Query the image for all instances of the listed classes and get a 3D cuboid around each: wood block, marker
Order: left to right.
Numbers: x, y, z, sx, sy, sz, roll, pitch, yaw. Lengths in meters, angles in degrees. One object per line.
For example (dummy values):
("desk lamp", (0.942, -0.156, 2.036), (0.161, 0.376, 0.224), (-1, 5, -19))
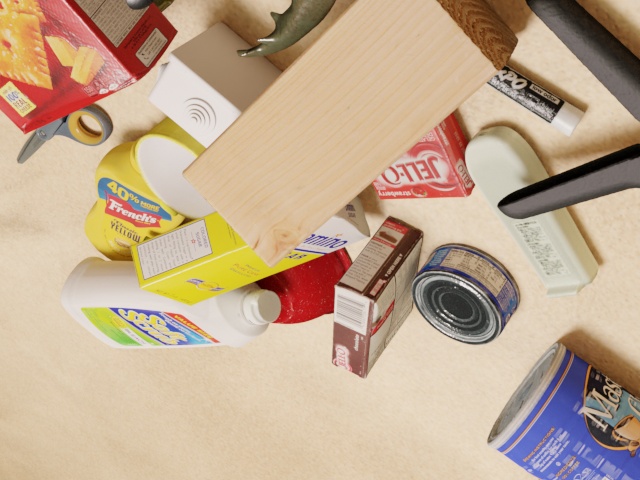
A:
("wood block", (0.019, -0.088, 0.701), (0.091, 0.090, 0.206), (47, 119, -5))
("marker", (0.121, -0.110, 0.718), (0.121, 0.020, 0.020), (34, 145, 9))

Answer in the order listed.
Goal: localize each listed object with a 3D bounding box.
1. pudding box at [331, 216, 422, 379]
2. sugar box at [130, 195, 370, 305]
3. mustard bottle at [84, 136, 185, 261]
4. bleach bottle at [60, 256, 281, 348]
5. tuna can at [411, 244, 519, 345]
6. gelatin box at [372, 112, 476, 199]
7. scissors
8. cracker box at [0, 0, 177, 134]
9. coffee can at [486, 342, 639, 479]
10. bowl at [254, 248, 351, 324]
("pudding box", (0.047, 0.050, 0.907), (0.039, 0.090, 0.113), (25, 143, 17))
("sugar box", (-0.056, 0.001, 0.878), (0.176, 0.048, 0.093), (-19, 162, 17))
("mustard bottle", (-0.173, -0.043, 1.035), (0.096, 0.058, 0.192), (29, 145, 0))
("bleach bottle", (-0.138, 0.059, 1.014), (0.251, 0.068, 0.102), (-5, 137, 45))
("tuna can", (0.119, 0.046, 0.884), (0.086, 0.033, 0.086), (25, 143, 20))
("gelatin box", (0.069, -0.067, 0.804), (0.089, 0.030, 0.073), (2, 131, 45))
("scissors", (-0.264, -0.104, 1.089), (0.096, 0.016, 0.202), (39, 146, 2))
("cracker box", (-0.238, -0.190, 0.795), (0.164, 0.072, 0.213), (-13, 130, 43))
("coffee can", (0.221, 0.164, 0.860), (0.140, 0.102, 0.103), (35, 146, 6))
("bowl", (-0.049, 0.027, 1.002), (0.162, 0.055, 0.162), (26, 144, 20))
